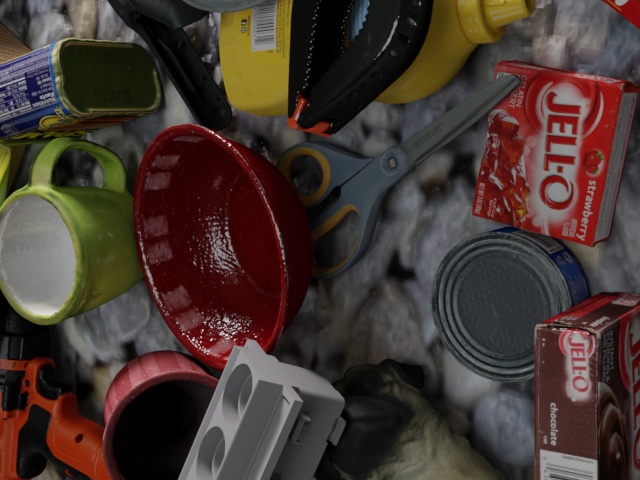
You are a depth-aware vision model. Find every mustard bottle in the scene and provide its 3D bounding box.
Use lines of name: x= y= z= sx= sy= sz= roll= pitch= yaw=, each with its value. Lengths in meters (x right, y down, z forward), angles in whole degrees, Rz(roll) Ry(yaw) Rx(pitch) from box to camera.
mustard bottle: x=0.031 y=-0.127 z=0.617 sx=0.192 sy=0.058 sz=0.096 roll=-1 pitch=84 yaw=35

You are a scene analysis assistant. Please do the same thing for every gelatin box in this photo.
gelatin box: x=0.127 y=-0.049 z=0.582 sx=0.073 sy=0.030 sz=0.089 roll=17 pitch=108 yaw=31

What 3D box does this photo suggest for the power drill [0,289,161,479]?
power drill: x=-0.187 y=0.118 z=0.813 sx=0.188 sy=0.057 sz=0.184 roll=13 pitch=102 yaw=34

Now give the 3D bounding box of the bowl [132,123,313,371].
bowl: x=-0.054 y=0.001 z=0.687 sx=0.162 sy=0.055 sz=0.162 roll=21 pitch=119 yaw=44

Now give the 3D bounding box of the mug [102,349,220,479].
mug: x=-0.088 y=0.119 z=0.705 sx=0.082 sy=0.117 sz=0.093 roll=-150 pitch=56 yaw=-72

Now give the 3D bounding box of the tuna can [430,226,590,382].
tuna can: x=0.108 y=0.035 z=0.607 sx=0.086 sy=0.033 sz=0.086 roll=7 pitch=102 yaw=34

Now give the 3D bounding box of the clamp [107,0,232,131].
clamp: x=-0.112 y=-0.150 z=0.711 sx=0.172 sy=0.039 sz=0.120 roll=50 pitch=158 yaw=35

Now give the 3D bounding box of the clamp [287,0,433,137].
clamp: x=0.029 y=-0.157 z=0.558 sx=0.165 sy=0.036 sz=0.210 roll=48 pitch=118 yaw=42

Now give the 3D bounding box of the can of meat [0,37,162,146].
can of meat: x=-0.173 y=-0.103 z=0.738 sx=0.084 sy=0.101 sz=0.057 roll=-11 pitch=91 yaw=33

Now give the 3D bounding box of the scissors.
scissors: x=0.031 y=-0.056 z=0.640 sx=0.096 sy=0.016 sz=0.202 roll=54 pitch=130 yaw=21
